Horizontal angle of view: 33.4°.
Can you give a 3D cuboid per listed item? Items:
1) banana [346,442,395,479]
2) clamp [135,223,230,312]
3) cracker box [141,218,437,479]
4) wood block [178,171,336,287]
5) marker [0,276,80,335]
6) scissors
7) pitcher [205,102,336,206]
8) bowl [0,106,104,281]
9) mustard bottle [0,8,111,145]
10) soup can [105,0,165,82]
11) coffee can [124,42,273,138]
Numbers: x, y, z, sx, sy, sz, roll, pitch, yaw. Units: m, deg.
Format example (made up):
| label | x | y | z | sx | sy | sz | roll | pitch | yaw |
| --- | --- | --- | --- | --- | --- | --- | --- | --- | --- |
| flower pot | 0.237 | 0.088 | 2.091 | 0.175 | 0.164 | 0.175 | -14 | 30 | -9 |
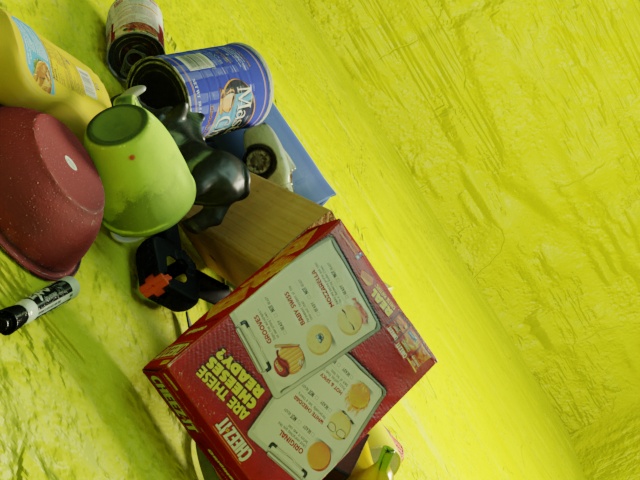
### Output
| label | x | y | z | sx | sy | sz | roll | pitch | yaw |
| --- | --- | --- | --- | --- | --- | --- | --- | --- | --- |
| banana | 0.046 | 0.226 | 1.067 | 0.037 | 0.069 | 0.198 | 22 | -5 | -9 |
| clamp | -0.137 | 0.035 | 1.054 | 0.120 | 0.039 | 0.171 | 48 | 15 | -12 |
| cracker box | -0.023 | 0.109 | 0.933 | 0.164 | 0.213 | 0.072 | 55 | -29 | -10 |
| wood block | -0.058 | 0.002 | 1.099 | 0.206 | 0.090 | 0.090 | 28 | -27 | 53 |
| marker | -0.210 | 0.047 | 0.791 | 0.020 | 0.020 | 0.121 | 60 | 13 | -4 |
| scissors | -0.095 | 0.162 | 1.000 | 0.096 | 0.016 | 0.202 | 53 | 15 | -38 |
| pitcher | -0.101 | -0.118 | 1.354 | 0.243 | 0.145 | 0.149 | 58 | 1 | 2 |
| bowl | -0.223 | -0.050 | 0.862 | 0.162 | 0.055 | 0.162 | 57 | 13 | -21 |
| mustard bottle | -0.258 | -0.148 | 0.927 | 0.191 | 0.058 | 0.096 | 36 | 29 | -63 |
| soup can | -0.217 | -0.238 | 1.253 | 0.068 | 0.068 | 0.102 | 51 | 16 | -37 |
| coffee can | -0.137 | -0.167 | 1.216 | 0.140 | 0.103 | 0.103 | -22 | 83 | -49 |
